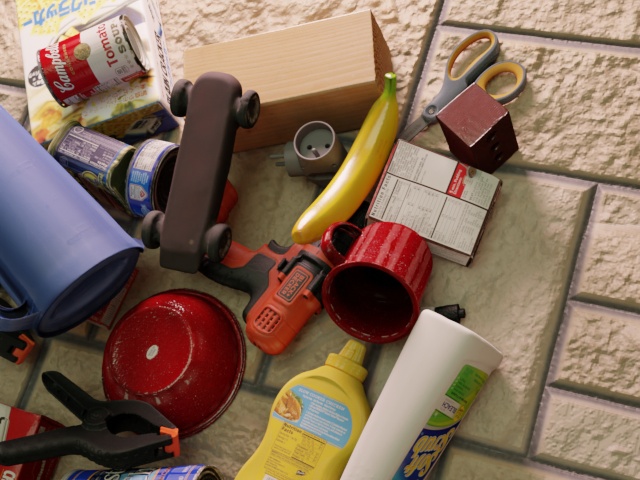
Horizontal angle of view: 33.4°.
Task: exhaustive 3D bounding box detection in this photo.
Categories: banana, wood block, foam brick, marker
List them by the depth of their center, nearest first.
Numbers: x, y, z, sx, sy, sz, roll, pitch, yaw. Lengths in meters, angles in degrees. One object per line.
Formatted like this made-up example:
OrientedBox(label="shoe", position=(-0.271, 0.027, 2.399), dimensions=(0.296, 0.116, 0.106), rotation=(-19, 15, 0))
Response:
OrientedBox(label="marker", position=(0.080, 0.074, 1.033), dimensions=(0.121, 0.020, 0.020), rotation=(-5, 68, 16))
OrientedBox(label="banana", position=(0.029, -0.069, 1.041), dimensions=(0.037, 0.069, 0.197), rotation=(15, 69, 35))
OrientedBox(label="foam brick", position=(0.155, -0.106, 1.048), dimensions=(0.053, 0.078, 0.051), rotation=(-42, 61, -1))
OrientedBox(label="wood block", position=(-0.032, -0.163, 1.126), dimensions=(0.206, 0.090, 0.091), rotation=(-10, 66, 15))

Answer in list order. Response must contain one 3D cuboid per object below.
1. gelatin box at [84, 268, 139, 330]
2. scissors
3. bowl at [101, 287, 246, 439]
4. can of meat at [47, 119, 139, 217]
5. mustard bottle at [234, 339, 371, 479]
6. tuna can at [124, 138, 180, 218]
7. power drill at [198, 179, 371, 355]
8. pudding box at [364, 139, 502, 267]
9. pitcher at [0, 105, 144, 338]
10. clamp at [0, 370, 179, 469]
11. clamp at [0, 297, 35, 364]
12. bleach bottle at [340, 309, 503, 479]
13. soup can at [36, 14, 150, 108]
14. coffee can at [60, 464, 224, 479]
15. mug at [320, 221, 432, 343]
OrientedBox(label="gelatin box", position=(-0.251, 0.046, 1.148), dimensions=(0.089, 0.030, 0.073), rotation=(20, 77, 24))
OrientedBox(label="scissors", position=(0.135, -0.128, 1.098), dimensions=(0.096, 0.016, 0.201), rotation=(30, 81, 26))
OrientedBox(label="bowl", position=(-0.159, 0.117, 1.076), dimensions=(0.162, 0.055, 0.162), rotation=(-6, 68, 16))
OrientedBox(label="can of meat", position=(-0.231, -0.076, 1.151), dimensions=(0.084, 0.102, 0.057), rotation=(23, 72, 22))
OrientedBox(label="mustard bottle", position=(-0.006, 0.181, 0.997), dimensions=(0.096, 0.058, 0.191), rotation=(20, 77, 27))
OrientedBox(label="tuna can", position=(-0.170, -0.063, 1.134), dimensions=(0.034, 0.086, 0.086), rotation=(14, 74, 20))
OrientedBox(label="power drill", position=(-0.057, 0.001, 1.086), dimensions=(0.188, 0.057, 0.184), rotation=(31, 74, 27))
OrientedBox(label="pudding box", position=(0.110, -0.037, 1.041), dimensions=(0.113, 0.039, 0.090), rotation=(21, 76, 8))
OrientedBox(label="pitcher", position=(-0.307, -0.026, 1.063), dimensions=(0.145, 0.149, 0.243), rotation=(-44, 80, 4))
OrientedBox(label="clamp", position=(-0.215, 0.173, 1.022), dimensions=(0.171, 0.039, 0.120), rotation=(5, 41, 3))
OrientedBox(label="clamp", position=(-0.389, 0.056, 1.154), dimensions=(0.210, 0.164, 0.036), rotation=(36, 101, 4))
OrientedBox(label="bleach bottle", position=(0.070, 0.191, 0.957), dimensions=(0.068, 0.102, 0.251), rotation=(26, 85, 33))
OrientedBox(label="soup can", position=(-0.242, -0.192, 1.144), dimensions=(0.102, 0.068, 0.068), rotation=(-22, 64, 6))
OrientedBox(label="coffee can", position=(-0.166, 0.263, 0.993), dimensions=(0.140, 0.102, 0.103), rotation=(-6, 68, 16))
OrientedBox(label="mug", position=(0.049, 0.028, 0.999), dimensions=(0.117, 0.081, 0.093), rotation=(40, 129, -8))
